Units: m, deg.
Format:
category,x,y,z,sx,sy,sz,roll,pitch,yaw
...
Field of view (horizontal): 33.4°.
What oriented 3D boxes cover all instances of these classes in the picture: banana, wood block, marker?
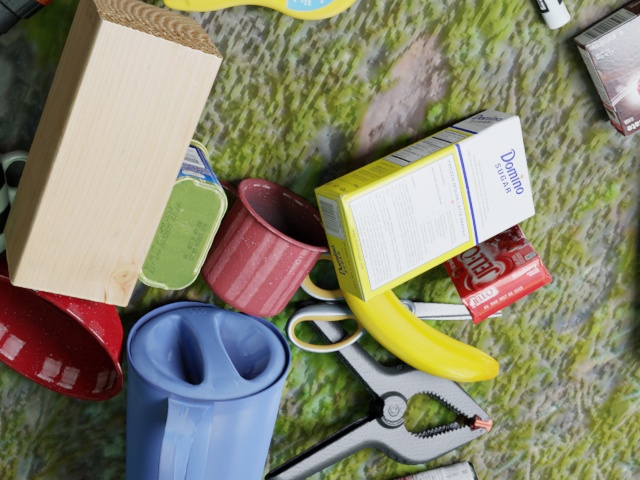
category,x,y,z,sx,sy,sz,roll,pitch,yaw
banana,0.073,0.064,0.910,0.069,0.037,0.197,-44,102,-12
wood block,-0.157,-0.067,0.784,0.090,0.090,0.206,13,113,-27
marker,0.161,-0.220,0.830,0.020,0.020,0.121,-29,113,8

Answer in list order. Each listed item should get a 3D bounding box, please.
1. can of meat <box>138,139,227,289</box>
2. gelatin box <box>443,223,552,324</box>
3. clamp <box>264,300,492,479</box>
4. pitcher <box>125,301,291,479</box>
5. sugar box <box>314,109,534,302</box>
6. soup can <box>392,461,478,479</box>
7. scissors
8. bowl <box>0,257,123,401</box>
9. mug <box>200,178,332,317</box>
category,x,y,z,sx,sy,sz,roll,pitch,yaw
can of meat,-0.119,-0.022,0.852,0.057,0.084,0.102,14,112,-26
gelatin box,0.146,0.023,0.898,0.073,0.089,0.030,-30,113,8
clamp,0.052,0.159,0.958,0.209,0.036,0.164,19,85,-17
pitcher,-0.109,0.188,0.911,0.148,0.145,0.243,-16,129,-36
sugar box,0.087,-0.031,0.858,0.176,0.048,0.093,-26,117,-24
soup can,0.102,0.253,1.009,0.102,0.068,0.068,-15,114,1
scissors,0.061,0.044,0.936,0.201,0.016,0.096,-13,92,-17
bowl,-0.221,0.062,0.878,0.162,0.055,0.162,19,143,15
mug,-0.056,0.001,0.879,0.117,0.093,0.082,40,113,13
